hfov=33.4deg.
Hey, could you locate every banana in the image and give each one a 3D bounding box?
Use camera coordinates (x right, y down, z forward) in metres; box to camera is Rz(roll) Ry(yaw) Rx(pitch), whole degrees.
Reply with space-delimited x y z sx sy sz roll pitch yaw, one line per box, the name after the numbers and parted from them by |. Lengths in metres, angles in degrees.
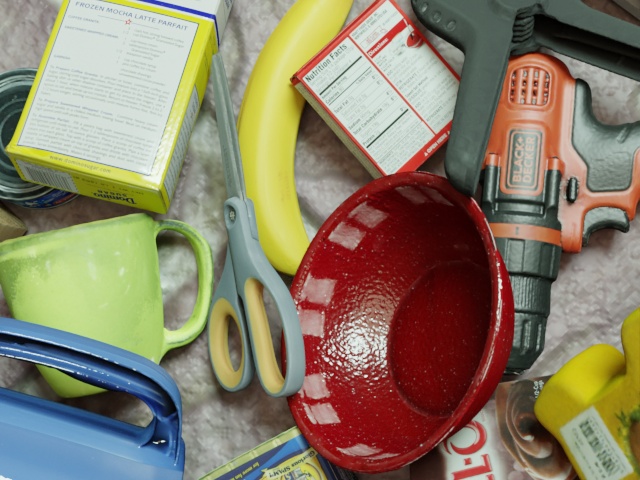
-0.018 -0.065 0.643 0.069 0.037 0.198 4 87 -16 | banana

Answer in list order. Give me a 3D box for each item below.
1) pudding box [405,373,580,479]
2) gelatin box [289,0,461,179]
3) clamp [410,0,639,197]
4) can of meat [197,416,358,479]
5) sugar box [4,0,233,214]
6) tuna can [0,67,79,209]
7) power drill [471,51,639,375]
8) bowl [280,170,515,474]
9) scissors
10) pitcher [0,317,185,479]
0.094 0.130 0.570 0.090 0.039 0.113 -10 41 10 | pudding box
0.038 -0.086 0.620 0.073 0.030 0.089 -43 97 -7 | gelatin box
0.119 -0.120 0.584 0.164 0.036 0.210 -12 53 -7 | clamp
-0.022 0.159 0.608 0.102 0.057 0.084 -29 78 5 | can of meat
-0.111 -0.111 0.633 0.093 0.048 0.176 14 69 4 | sugar box
-0.180 -0.064 0.667 0.086 0.033 0.086 -1 84 9 | tuna can
0.178 -0.011 0.591 0.188 0.057 0.184 5 85 10 | power drill
0.050 0.047 0.574 0.162 0.055 0.162 -23 58 43 | bowl
-0.054 0.001 0.625 0.096 0.016 0.202 -42 60 48 | scissors
-0.197 0.121 0.559 0.242 0.145 0.149 22 59 -13 | pitcher
